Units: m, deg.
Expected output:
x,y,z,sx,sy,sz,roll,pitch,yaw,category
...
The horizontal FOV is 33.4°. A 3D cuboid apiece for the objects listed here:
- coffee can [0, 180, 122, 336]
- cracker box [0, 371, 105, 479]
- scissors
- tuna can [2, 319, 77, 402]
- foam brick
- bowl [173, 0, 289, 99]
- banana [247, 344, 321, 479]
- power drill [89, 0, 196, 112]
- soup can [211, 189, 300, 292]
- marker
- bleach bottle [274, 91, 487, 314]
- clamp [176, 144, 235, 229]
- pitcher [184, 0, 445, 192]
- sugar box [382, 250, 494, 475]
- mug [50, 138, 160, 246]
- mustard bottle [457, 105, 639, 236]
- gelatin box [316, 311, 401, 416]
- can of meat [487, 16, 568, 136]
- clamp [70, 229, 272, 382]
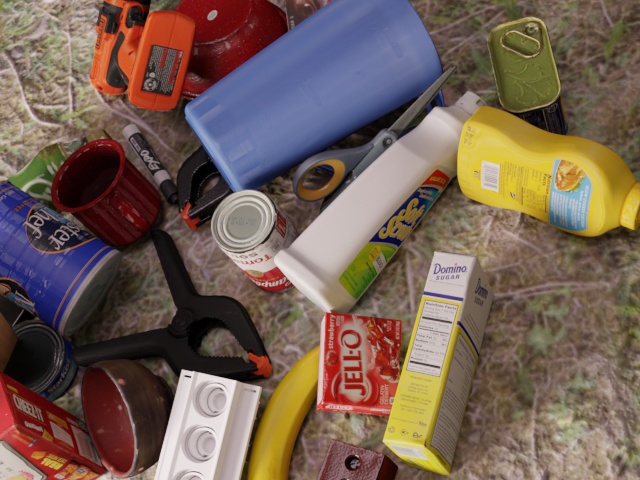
x,y,z,sx,sy,sz,roll,pitch,yaw,category
-0.289,0.018,1.088,0.140,0.103,0.102,32,79,3,coffee can
-0.337,0.225,1.002,0.214,0.164,0.072,-32,58,3,cracker box
0.045,-0.098,1.031,0.202,0.096,0.016,-59,32,18,scissors
-0.296,0.128,1.108,0.086,0.033,0.086,-8,63,17,tuna can
0.028,0.221,0.934,0.053,0.051,0.078,12,70,24,foam brick
-0.113,-0.231,1.181,0.162,0.055,0.162,-8,54,10,bowl
-0.029,0.188,0.981,0.070,0.037,0.197,2,67,15,banana
-0.192,-0.230,1.154,0.188,0.057,0.184,44,123,56,power drill
-0.057,0.001,1.040,0.069,0.102,0.068,-8,64,16,soup can
-0.185,-0.083,1.175,0.020,0.020,0.121,-37,59,0,marker
0.069,-0.044,1.014,0.068,0.102,0.251,38,83,27,bleach bottle
-0.109,-0.094,1.142,0.120,0.039,0.171,25,69,35,clamp
-0.003,-0.142,1.064,0.243,0.145,0.149,-33,52,-4,pitcher
0.106,0.107,0.936,0.048,0.093,0.176,6,68,22,sugar box
-0.215,-0.042,1.120,0.093,0.081,0.117,-49,47,-9,mug
0.220,-0.053,0.967,0.192,0.096,0.058,22,49,27,mustard bottle
0.036,0.114,0.977,0.073,0.030,0.089,6,65,-7,gelatin box
0.201,-0.148,1.026,0.057,0.084,0.102,-14,62,14,can of meat
-0.142,0.094,1.064,0.210,0.036,0.164,30,75,30,clamp
